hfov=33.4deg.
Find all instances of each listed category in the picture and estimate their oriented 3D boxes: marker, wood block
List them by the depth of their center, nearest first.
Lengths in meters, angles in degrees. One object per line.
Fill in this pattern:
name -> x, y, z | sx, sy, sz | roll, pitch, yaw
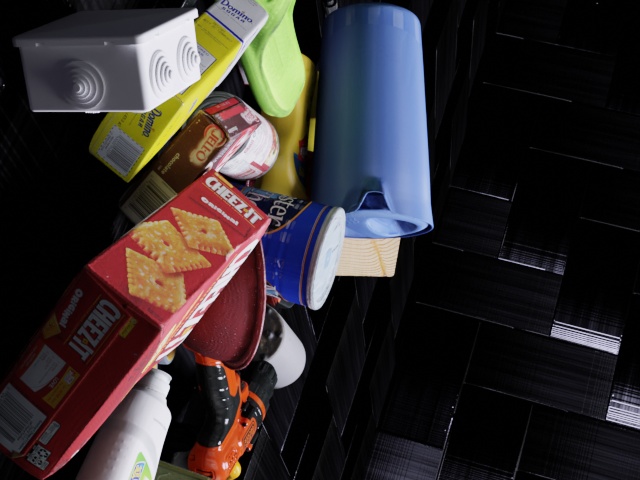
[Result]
marker -> 0.017, -0.273, 1.364 | 0.121, 0.020, 0.020 | 75, 32, -67
wood block -> 0.048, -0.050, 1.427 | 0.206, 0.090, 0.091 | -98, -168, -54

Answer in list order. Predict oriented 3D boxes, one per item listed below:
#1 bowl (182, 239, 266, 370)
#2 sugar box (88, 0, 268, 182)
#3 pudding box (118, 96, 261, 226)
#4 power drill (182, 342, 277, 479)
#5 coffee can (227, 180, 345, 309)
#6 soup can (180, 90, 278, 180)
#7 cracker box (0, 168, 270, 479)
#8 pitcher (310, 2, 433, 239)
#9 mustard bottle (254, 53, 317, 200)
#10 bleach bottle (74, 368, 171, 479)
bowl -> -0.103, 0.035, 0.932 | 0.162, 0.055, 0.162 | -2, -90, 64
sugar box -> -0.106, -0.125, 0.827 | 0.093, 0.048, 0.176 | -46, -174, 38
pudding box -> -0.105, -0.063, 0.874 | 0.114, 0.039, 0.090 | -44, -179, 20
power drill -> -0.092, 0.133, 1.115 | 0.184, 0.057, 0.188 | -61, 152, -55
coffee can -> -0.057, 0.001, 1.049 | 0.102, 0.140, 0.103 | 15, 90, -78
soup can -> -0.083, -0.096, 0.992 | 0.102, 0.068, 0.068 | 23, 81, -77
cracker box -> -0.134, 0.055, 0.772 | 0.164, 0.072, 0.213 | -50, 179, 26
pitcher -> 0.053, -0.123, 1.160 | 0.144, 0.149, 0.243 | 11, 75, -43
mustard bottle -> -0.039, -0.097, 1.132 | 0.096, 0.058, 0.191 | 63, 31, -80
bleach bottle -> -0.183, 0.231, 0.919 | 0.102, 0.068, 0.250 | 78, 28, -62
